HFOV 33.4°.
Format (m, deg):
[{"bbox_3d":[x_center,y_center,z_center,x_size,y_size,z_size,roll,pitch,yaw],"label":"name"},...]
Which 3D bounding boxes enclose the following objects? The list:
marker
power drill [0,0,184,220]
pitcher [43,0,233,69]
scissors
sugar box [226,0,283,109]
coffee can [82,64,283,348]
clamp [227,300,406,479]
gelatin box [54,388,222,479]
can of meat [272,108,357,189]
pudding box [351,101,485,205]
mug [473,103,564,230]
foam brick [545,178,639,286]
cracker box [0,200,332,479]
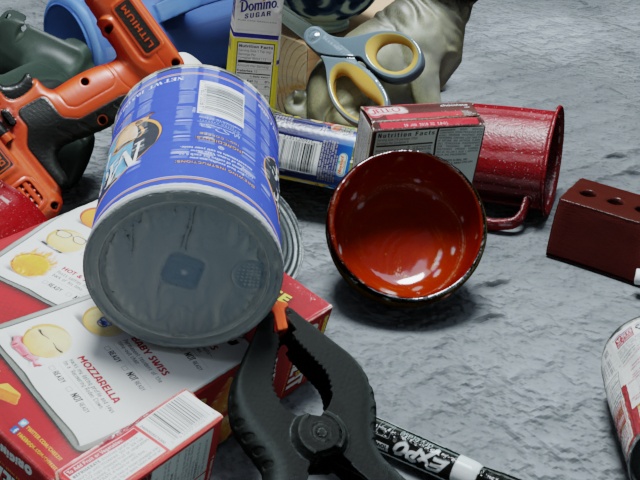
[{"bbox_3d":[0.060,0.122,0.602,0.121,0.020,0.020,20,33,27],"label":"marker"},{"bbox_3d":[-0.213,-0.126,0.812,0.187,0.184,0.057,-39,12,-9],"label":"power drill"},{"bbox_3d":[-0.150,-0.228,1.094,0.242,0.149,0.145,-25,53,-35],"label":"pitcher"},{"bbox_3d":[0.016,-0.180,0.921,0.096,0.016,0.202,-34,64,7],"label":"scissors"},{"bbox_3d":[-0.058,-0.146,0.909,0.048,0.176,0.093,1,29,-5],"label":"sugar box"},{"bbox_3d":[-0.073,-0.023,0.601,0.102,0.103,0.140,1,35,-4],"label":"coffee can"},{"bbox_3d":[-0.010,0.113,0.543,0.120,0.039,0.171,-13,57,-29],"label":"clamp"},{"bbox_3d":[-0.091,0.124,0.522,0.030,0.073,0.089,32,38,25],"label":"gelatin box"},{"bbox_3d":[-0.002,-0.071,0.880,0.084,0.057,0.102,13,3,11],"label":"can of meat"},{"bbox_3d":[0.070,-0.050,0.816,0.090,0.113,0.039,-4,37,-14],"label":"pudding box"},{"bbox_3d":[0.152,-0.060,0.887,0.082,0.093,0.117,9,65,19],"label":"mug"},{"bbox_3d":[0.223,-0.008,0.822,0.078,0.051,0.052,19,32,27],"label":"foam brick"},{"bbox_3d":[-0.125,0.061,0.619,0.164,0.072,0.213,34,39,25],"label":"cracker box"}]
